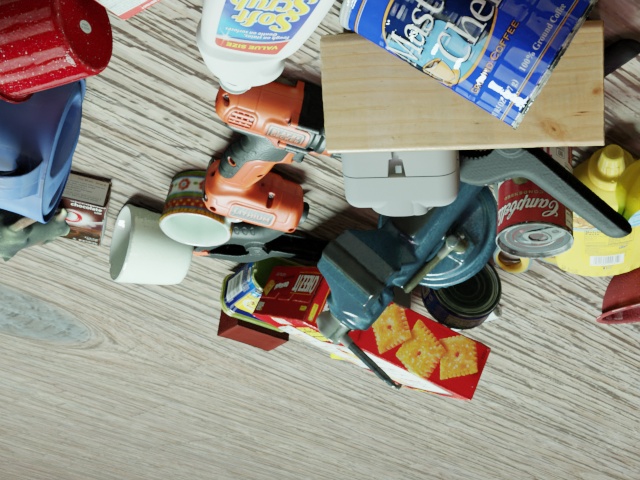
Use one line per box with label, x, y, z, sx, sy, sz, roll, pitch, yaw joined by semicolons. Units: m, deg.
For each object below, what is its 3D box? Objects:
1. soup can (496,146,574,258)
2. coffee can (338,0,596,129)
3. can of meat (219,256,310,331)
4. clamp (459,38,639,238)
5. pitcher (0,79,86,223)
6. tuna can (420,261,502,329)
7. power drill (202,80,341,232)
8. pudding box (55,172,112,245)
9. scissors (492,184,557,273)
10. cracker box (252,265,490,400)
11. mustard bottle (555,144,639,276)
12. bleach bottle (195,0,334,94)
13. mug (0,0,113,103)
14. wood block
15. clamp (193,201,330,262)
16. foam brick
soup can;0.194;-0.043;0.964;0.068;0.102;0.068;5;154;2
coffee can;0.098;-0.154;0.714;0.140;0.102;0.103;32;152;5
can of meat;-0.056;0.061;1.272;0.102;0.057;0.084;20;148;-24
clamp;0.169;-0.098;0.894;0.210;0.036;0.165;14;114;21
pitcher;-0.336;-0.104;0.924;0.242;0.145;0.149;14;162;-5
tuna can;0.156;0.053;1.178;0.086;0.086;0.034;11;151;-8
power drill;-0.025;-0.077;1.003;0.184;0.057;0.188;17;148;-12
pudding box;-0.285;-0.040;1.147;0.113;0.039;0.090;11;152;-9
scissors;0.221;-0.015;1.107;0.096;0.016;0.202;0;153;6
cracker box;0.053;0.098;1.172;0.213;0.072;0.164;28;169;-20
mustard bottle;0.273;-0.032;1.018;0.096;0.058;0.191;-4;151;10
bleach bottle;-0.033;-0.183;0.795;0.102;0.068;0.251;12;155;-10
mug;-0.222;-0.173;0.841;0.082;0.093;0.117;-11;113;21
wood block;0.111;-0.119;0.820;0.206;0.090;0.090;-1;-168;14
clamp;-0.058;0.001;1.179;0.172;0.039;0.120;-7;145;32
foam brick;-0.084;0.102;1.361;0.078;0.053;0.051;20;150;-26
